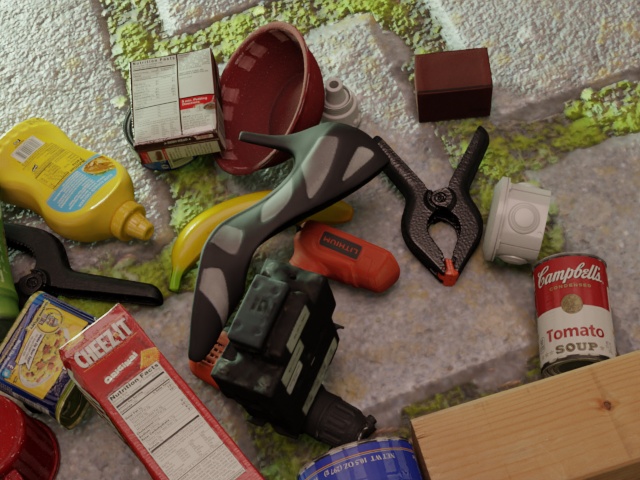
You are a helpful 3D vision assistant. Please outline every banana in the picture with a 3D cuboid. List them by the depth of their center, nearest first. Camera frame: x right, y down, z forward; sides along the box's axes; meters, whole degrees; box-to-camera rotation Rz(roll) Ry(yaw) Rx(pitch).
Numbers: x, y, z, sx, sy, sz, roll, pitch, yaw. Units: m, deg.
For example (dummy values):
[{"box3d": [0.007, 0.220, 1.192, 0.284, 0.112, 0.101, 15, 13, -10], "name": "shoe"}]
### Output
[{"box3d": [-0.068, -0.014, 1.057, 0.197, 0.037, 0.069, -23, 79, -4], "name": "banana"}]

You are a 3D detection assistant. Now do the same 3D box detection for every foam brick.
[{"box3d": [0.136, -0.160, 1.101, 0.078, 0.053, 0.051, -5, 61, 3], "name": "foam brick"}]

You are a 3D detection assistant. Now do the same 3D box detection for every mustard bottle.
[{"box3d": [-0.247, -0.051, 1.083, 0.192, 0.058, 0.096, 28, 57, 20], "name": "mustard bottle"}]

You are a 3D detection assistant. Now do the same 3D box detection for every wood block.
[{"box3d": [0.187, 0.173, 0.891, 0.206, 0.090, 0.091, -16, 60, -2], "name": "wood block"}]

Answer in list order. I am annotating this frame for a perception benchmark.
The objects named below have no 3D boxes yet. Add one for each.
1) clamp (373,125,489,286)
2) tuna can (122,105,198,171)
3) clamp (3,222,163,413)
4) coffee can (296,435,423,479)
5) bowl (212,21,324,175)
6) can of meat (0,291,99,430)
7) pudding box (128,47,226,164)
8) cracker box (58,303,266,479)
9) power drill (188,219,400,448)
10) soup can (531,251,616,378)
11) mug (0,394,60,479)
[{"box3d": [0.105, -0.039, 1.046, 0.120, 0.039, 0.171, -1, 62, 9], "name": "clamp"}, {"box3d": [-0.162, -0.116, 1.123, 0.086, 0.034, 0.086, -3, 61, 5], "name": "tuna can"}, {"box3d": [-0.279, 0.058, 1.041, 0.210, 0.036, 0.164, 34, 72, 21], "name": "clamp"}, {"box3d": [0.047, 0.244, 0.862, 0.103, 0.103, 0.140, -17, 61, -2], "name": "coffee can"}, {"box3d": [-0.046, -0.137, 1.082, 0.162, 0.055, 0.162, -22, 61, 44], "name": "bowl"}, {"box3d": [-0.240, 0.106, 0.966, 0.084, 0.057, 0.102, 24, 71, 14], "name": "can of meat"}, {"box3d": [-0.147, -0.139, 1.091, 0.090, 0.039, 0.113, -10, 59, 3], "name": "pudding box"}, {"box3d": [-0.116, 0.177, 0.883, 0.072, 0.164, 0.214, -37, 64, -16], "name": "cracker box"}, {"box3d": [-0.004, 0.083, 0.976, 0.185, 0.057, 0.187, 24, 66, 24], "name": "power drill"}, {"box3d": [0.227, 0.070, 0.955, 0.068, 0.068, 0.102, -2, 62, 6], "name": "soup can"}, {"box3d": [-0.281, 0.194, 0.941, 0.093, 0.081, 0.117, -37, 64, -13], "name": "mug"}]
